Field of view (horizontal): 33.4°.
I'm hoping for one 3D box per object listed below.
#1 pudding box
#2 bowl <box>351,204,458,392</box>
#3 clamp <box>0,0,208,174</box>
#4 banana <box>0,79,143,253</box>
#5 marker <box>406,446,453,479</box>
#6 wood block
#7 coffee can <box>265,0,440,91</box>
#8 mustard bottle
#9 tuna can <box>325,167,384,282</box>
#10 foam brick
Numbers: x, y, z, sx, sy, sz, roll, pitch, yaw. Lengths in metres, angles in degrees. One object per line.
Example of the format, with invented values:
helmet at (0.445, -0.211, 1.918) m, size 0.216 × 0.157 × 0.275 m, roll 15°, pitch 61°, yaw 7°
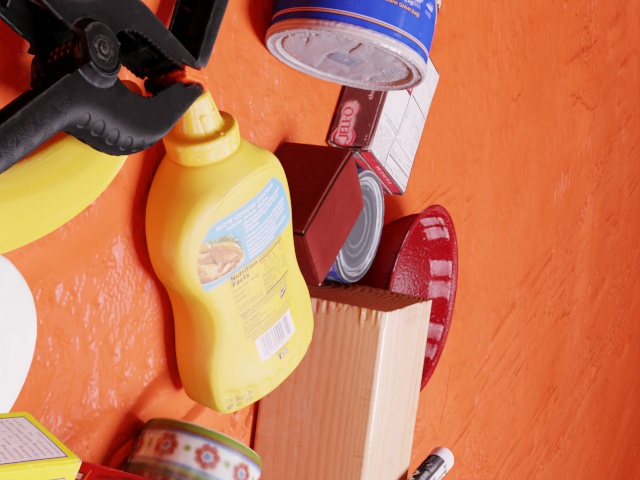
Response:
pudding box at (0.050, -0.102, 0.817) m, size 0.090 × 0.039 × 0.113 m, roll 45°, pitch 61°, yaw -61°
bowl at (0.061, 0.046, 0.872) m, size 0.161 × 0.055 × 0.162 m, roll -34°, pitch 129°, yaw -57°
clamp at (-0.111, -0.087, 0.456) m, size 0.171 × 0.039 × 0.120 m, roll -17°, pitch 99°, yaw -63°
banana at (-0.135, -0.029, 0.457) m, size 0.197 × 0.037 × 0.070 m, roll -22°, pitch 119°, yaw -61°
marker at (0.066, 0.179, 0.761) m, size 0.120 × 0.020 × 0.020 m, roll -27°, pitch 123°, yaw -60°
wood block at (0.011, 0.138, 0.762) m, size 0.090 × 0.091 × 0.206 m, roll -7°, pitch 106°, yaw -64°
coffee can at (0.031, -0.178, 0.671) m, size 0.102 × 0.103 × 0.140 m, roll 29°, pitch 73°, yaw -63°
mustard bottle at (-0.054, 0.001, 0.610) m, size 0.096 × 0.058 × 0.191 m, roll -41°, pitch 136°, yaw -37°
tuna can at (0.015, -0.013, 0.781) m, size 0.086 × 0.034 × 0.086 m, roll -34°, pitch 129°, yaw -57°
foam brick at (-0.012, -0.019, 0.700) m, size 0.078 × 0.053 × 0.051 m, roll -60°, pitch 148°, yaw -34°
